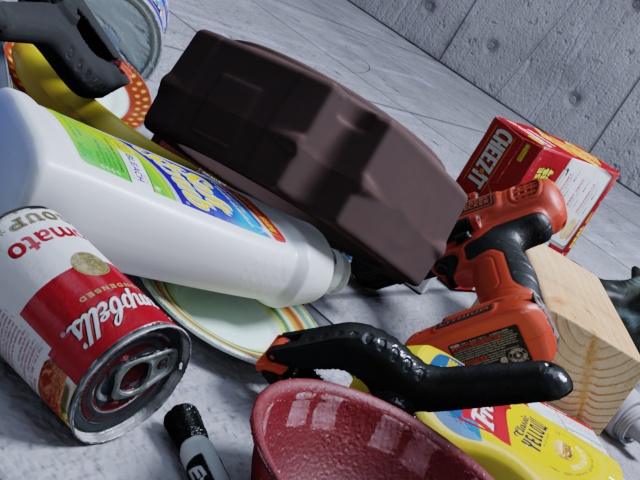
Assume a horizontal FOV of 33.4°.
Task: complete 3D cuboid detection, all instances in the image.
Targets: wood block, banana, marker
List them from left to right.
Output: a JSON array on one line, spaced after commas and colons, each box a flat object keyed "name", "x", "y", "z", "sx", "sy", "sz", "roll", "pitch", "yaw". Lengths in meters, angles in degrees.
[{"name": "banana", "x": -0.166, "y": -0.086, "z": 0.825, "sx": 0.197, "sy": 0.037, "sz": 0.069, "roll": 36, "pitch": 14, "yaw": -6}, {"name": "marker", "x": -0.048, "y": 0.116, "z": 0.491, "sx": 0.020, "sy": 0.020, "sz": 0.121, "roll": 19, "pitch": 20, "yaw": -35}, {"name": "wood block", "x": 0.191, "y": 0.079, "z": 0.894, "sx": 0.090, "sy": 0.091, "sz": 0.206, "roll": 30, "pitch": 16, "yaw": -5}]

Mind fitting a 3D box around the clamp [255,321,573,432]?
[{"name": "clamp", "x": 0.051, "y": 0.086, "z": 0.590, "sx": 0.171, "sy": 0.120, "sz": 0.039, "roll": 28, "pitch": 22, "yaw": 5}]

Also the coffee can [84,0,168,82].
[{"name": "coffee can", "x": -0.196, "y": -0.202, "z": 1.003, "sx": 0.102, "sy": 0.103, "sz": 0.140, "roll": 27, "pitch": 17, "yaw": -15}]

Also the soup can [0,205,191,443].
[{"name": "soup can", "x": -0.119, "y": 0.038, "z": 0.508, "sx": 0.102, "sy": 0.068, "sz": 0.068, "roll": 39, "pitch": 18, "yaw": 28}]

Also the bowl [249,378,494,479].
[{"name": "bowl", "x": 0.026, "y": 0.135, "z": 0.502, "sx": 0.162, "sy": 0.055, "sz": 0.162, "roll": 28, "pitch": 17, "yaw": -10}]

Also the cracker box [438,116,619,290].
[{"name": "cracker box", "x": 0.206, "y": -0.030, "z": 1.106, "sx": 0.072, "sy": 0.164, "sz": 0.213, "roll": 40, "pitch": 18, "yaw": 31}]

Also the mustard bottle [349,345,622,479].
[{"name": "mustard bottle", "x": 0.091, "y": 0.117, "z": 0.661, "sx": 0.192, "sy": 0.058, "sz": 0.096, "roll": 33, "pitch": 28, "yaw": 8}]

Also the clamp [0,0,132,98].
[{"name": "clamp", "x": -0.185, "y": -0.150, "z": 0.718, "sx": 0.210, "sy": 0.036, "sz": 0.164, "roll": 54, "pitch": 14, "yaw": -55}]

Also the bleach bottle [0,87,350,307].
[{"name": "bleach bottle", "x": -0.084, "y": -0.011, "z": 0.652, "sx": 0.250, "sy": 0.068, "sz": 0.103, "roll": 18, "pitch": 21, "yaw": -40}]

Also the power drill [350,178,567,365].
[{"name": "power drill", "x": 0.103, "y": 0.034, "z": 0.811, "sx": 0.057, "sy": 0.185, "sz": 0.187, "roll": 58, "pitch": 22, "yaw": -28}]
